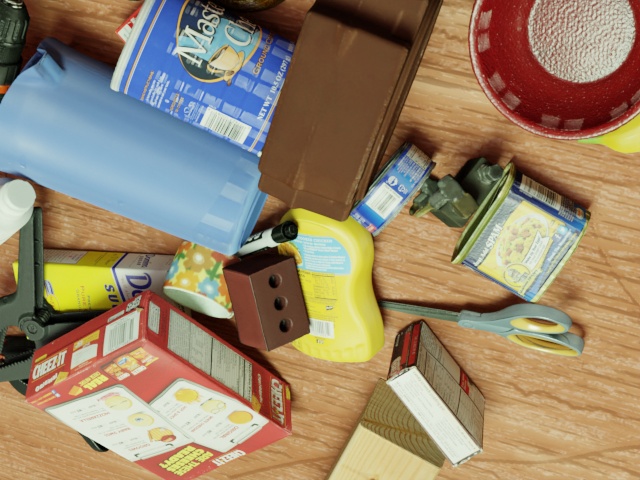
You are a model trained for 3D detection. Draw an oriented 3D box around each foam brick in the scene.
[{"bbox_3d":[-0.051,0.056,1.004,0.051,0.052,0.078,7,114,56],"label":"foam brick"}]

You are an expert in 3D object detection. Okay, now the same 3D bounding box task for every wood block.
[{"bbox_3d":[0.049,0.259,1.091,0.091,0.090,0.206,28,119,4],"label":"wood block"}]

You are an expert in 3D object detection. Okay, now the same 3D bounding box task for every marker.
[{"bbox_3d":[-0.057,0.001,1.010,0.020,0.020,0.121,54,148,-11],"label":"marker"}]

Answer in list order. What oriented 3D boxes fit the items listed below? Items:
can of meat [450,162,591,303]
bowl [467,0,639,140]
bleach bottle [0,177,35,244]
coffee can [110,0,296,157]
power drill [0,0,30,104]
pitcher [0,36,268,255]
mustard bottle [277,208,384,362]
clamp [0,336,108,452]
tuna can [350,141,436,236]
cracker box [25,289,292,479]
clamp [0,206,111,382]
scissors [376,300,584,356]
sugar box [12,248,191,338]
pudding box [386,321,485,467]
[{"bbox_3d":[0.178,-0.005,0.948,0.084,0.057,0.102,29,120,-1],"label":"can of meat"},{"bbox_3d":[0.203,-0.165,0.858,0.162,0.055,0.162,10,113,23],"label":"bowl"},{"bbox_3d":[-0.345,-0.008,1.040,0.251,0.102,0.068,-24,107,43],"label":"bleach bottle"},{"bbox_3d":[-0.093,-0.146,0.907,0.140,0.102,0.103,24,119,-9],"label":"coffee can"},{"bbox_3d":[-0.354,-0.180,0.993,0.188,0.057,0.185,40,120,22],"label":"power drill"},{"bbox_3d":[-0.168,-0.076,0.991,0.243,0.149,0.145,24,104,1],"label":"pitcher"},{"bbox_3d":[0.006,0.018,1.008,0.096,0.058,0.191,9,118,35],"label":"mustard bottle"},{"bbox_3d":[-0.282,0.150,1.170,0.171,0.039,0.120,34,118,0],"label":"clamp"},{"bbox_3d":[0.063,-0.047,0.947,0.034,0.086,0.086,40,119,-2],"label":"tuna can"},{"bbox_3d":[-0.157,0.152,1.069,0.164,0.072,0.213,-28,132,27],"label":"cracker box"},{"bbox_3d":[-0.276,0.084,1.086,0.164,0.036,0.210,38,117,-6],"label":"clamp"},{"bbox_3d":[0.147,0.068,0.990,0.202,0.016,0.096,15,156,9],"label":"scissors"},{"bbox_3d":[-0.225,0.060,1.107,0.176,0.048,0.093,3,115,17],"label":"sugar box"},{"bbox_3d":[0.111,0.145,1.017,0.039,0.090,0.113,-35,104,23],"label":"pudding box"}]
